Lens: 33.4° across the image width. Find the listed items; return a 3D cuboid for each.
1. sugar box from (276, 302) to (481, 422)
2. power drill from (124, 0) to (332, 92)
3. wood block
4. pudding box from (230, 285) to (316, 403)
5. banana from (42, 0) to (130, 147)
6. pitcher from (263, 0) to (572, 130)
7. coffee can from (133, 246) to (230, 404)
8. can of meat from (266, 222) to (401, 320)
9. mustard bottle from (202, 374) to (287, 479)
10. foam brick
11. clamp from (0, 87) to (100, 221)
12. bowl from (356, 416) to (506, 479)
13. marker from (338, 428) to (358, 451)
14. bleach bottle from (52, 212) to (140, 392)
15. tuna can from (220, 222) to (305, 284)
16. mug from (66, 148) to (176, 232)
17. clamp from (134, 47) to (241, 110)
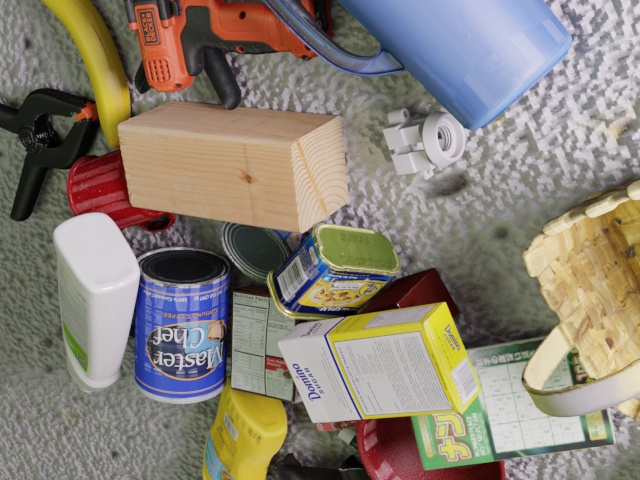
[{"bbox_3d":[0.050,0.113,0.970,0.177,0.048,0.093,-10,108,43],"label":"sugar box"},{"bbox_3d":[-0.089,-0.227,0.956,0.188,0.057,0.184,1,115,21],"label":"power drill"},{"bbox_3d":[-0.086,-0.075,1.039,0.206,0.090,0.091,10,118,31],"label":"wood block"},{"bbox_3d":[-0.050,0.108,1.125,0.090,0.039,0.113,7,97,37],"label":"pudding box"},{"bbox_3d":[-0.241,-0.194,1.121,0.070,0.037,0.198,-16,104,49],"label":"banana"},{"bbox_3d":[0.071,-0.200,0.836,0.243,0.144,0.149,48,152,0],"label":"pitcher"},{"bbox_3d":[-0.150,0.090,1.152,0.103,0.102,0.140,16,115,28],"label":"coffee can"},{"bbox_3d":[0.014,0.031,1.018,0.084,0.101,0.057,-47,50,38],"label":"can of meat"},{"bbox_3d":[-0.096,0.246,1.231,0.096,0.058,0.192,53,137,34],"label":"mustard bottle"},{"bbox_3d":[0.083,0.069,1.005,0.051,0.078,0.053,-21,100,42],"label":"foam brick"},{"bbox_3d":[-0.330,-0.126,1.218,0.210,0.036,0.164,-25,98,39],"label":"clamp"},{"bbox_3d":[0.118,0.203,1.064,0.162,0.055,0.162,15,120,27],"label":"bowl"},{"bbox_3d":[0.072,0.239,1.142,0.121,0.020,0.020,37,130,14],"label":"marker"},{"bbox_3d":[-0.250,0.086,1.165,0.103,0.068,0.251,54,148,25],"label":"bleach bottle"},{"bbox_3d":[-0.057,0.001,1.084,0.086,0.033,0.086,22,138,21],"label":"tuna can"},{"bbox_3d":[-0.202,-0.048,1.143,0.082,0.093,0.117,-14,133,34],"label":"mug"},{"bbox_3d":[-0.139,-0.211,1.035,0.120,0.039,0.171,2,110,22],"label":"clamp"}]
